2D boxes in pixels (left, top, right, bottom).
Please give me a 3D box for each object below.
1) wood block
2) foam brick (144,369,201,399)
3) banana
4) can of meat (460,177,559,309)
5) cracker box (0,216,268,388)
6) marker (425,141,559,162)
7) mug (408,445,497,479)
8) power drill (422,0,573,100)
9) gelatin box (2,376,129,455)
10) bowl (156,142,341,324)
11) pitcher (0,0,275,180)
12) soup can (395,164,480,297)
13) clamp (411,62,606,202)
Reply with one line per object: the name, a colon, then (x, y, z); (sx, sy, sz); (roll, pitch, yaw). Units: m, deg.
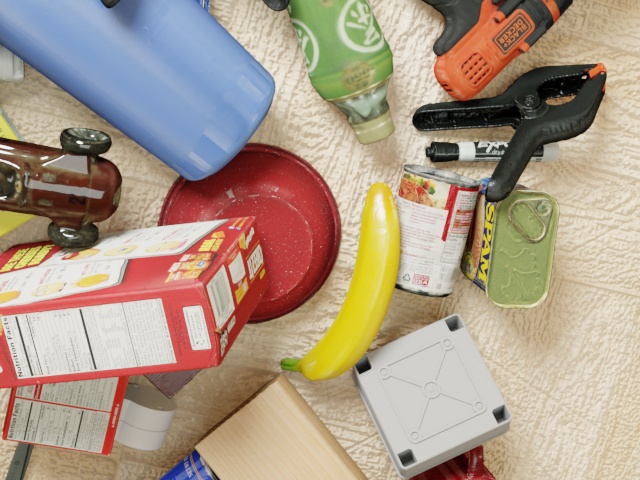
wood block: (-0.005, 0.223, 0.914); (0.091, 0.090, 0.206); (-39, 88, -1)
foam brick: (-0.127, 0.087, 0.896); (0.053, 0.078, 0.051); (-42, 106, 0)
banana: (0.027, 0.049, 0.905); (0.070, 0.037, 0.198); (36, 110, 22)
can of meat: (0.161, -0.001, 0.930); (0.057, 0.084, 0.102); (2, 103, -12)
cracker box: (-0.161, 0.047, 0.803); (0.214, 0.164, 0.072); (-7, 106, 12)
marker: (0.151, -0.079, 0.943); (0.121, 0.020, 0.020); (-1, 104, -11)
mug: (0.129, 0.232, 0.981); (0.093, 0.081, 0.117); (0, 104, -12)
power drill: (0.126, -0.238, 0.879); (0.184, 0.057, 0.187); (-46, 106, -5)
gelatin box: (-0.205, 0.129, 0.859); (0.089, 0.030, 0.073); (12, 102, -13)
bowl: (-0.056, 0.001, 0.902); (0.162, 0.055, 0.162); (-2, 104, -10)
pitcher: (-0.148, -0.166, 0.812); (0.242, 0.145, 0.149); (40, 113, -21)
soup can: (0.093, -0.009, 0.923); (0.068, 0.068, 0.102); (10, 102, -14)
clamp: (0.177, -0.097, 0.902); (0.171, 0.120, 0.039); (-22, 148, -7)
